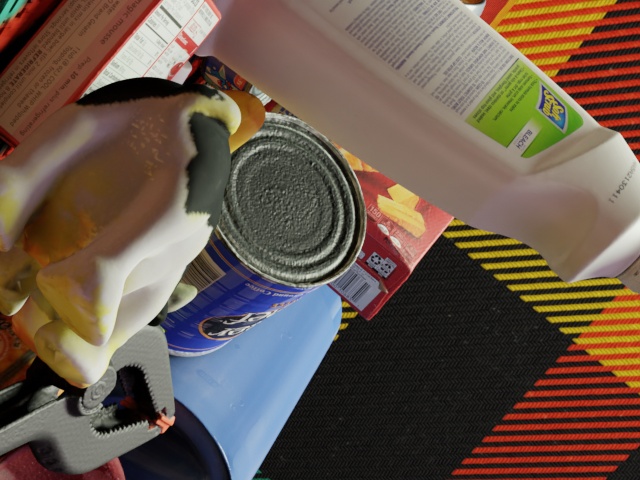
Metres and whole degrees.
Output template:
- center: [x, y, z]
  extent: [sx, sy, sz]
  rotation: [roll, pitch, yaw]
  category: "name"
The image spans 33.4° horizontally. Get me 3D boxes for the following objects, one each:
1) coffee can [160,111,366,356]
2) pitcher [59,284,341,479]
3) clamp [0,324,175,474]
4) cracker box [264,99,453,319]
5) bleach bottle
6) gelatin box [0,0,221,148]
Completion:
- center: [-0.054, 0.001, 0.627]
  extent: [0.102, 0.103, 0.141]
  rotation: [-48, -171, -38]
  category: "coffee can"
- center: [-0.080, 0.086, 0.762]
  extent: [0.242, 0.145, 0.149]
  rotation: [-50, 143, -57]
  category: "pitcher"
- center: [-0.131, 0.074, 0.526]
  extent: [0.164, 0.036, 0.210]
  rotation: [-57, 156, -17]
  category: "clamp"
- center: [0.036, -0.071, 0.768]
  extent: [0.213, 0.164, 0.072]
  rotation: [-47, 177, -43]
  category: "cracker box"
- center: [0.061, -0.056, 0.498]
  extent: [0.102, 0.251, 0.068]
  rotation: [-48, 176, -34]
  category: "bleach bottle"
- center: [-0.080, -0.069, 0.399]
  extent: [0.089, 0.030, 0.073]
  rotation: [-50, 176, 2]
  category: "gelatin box"
